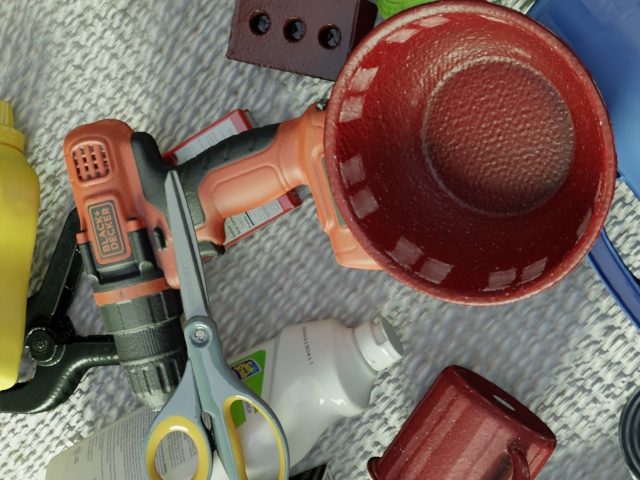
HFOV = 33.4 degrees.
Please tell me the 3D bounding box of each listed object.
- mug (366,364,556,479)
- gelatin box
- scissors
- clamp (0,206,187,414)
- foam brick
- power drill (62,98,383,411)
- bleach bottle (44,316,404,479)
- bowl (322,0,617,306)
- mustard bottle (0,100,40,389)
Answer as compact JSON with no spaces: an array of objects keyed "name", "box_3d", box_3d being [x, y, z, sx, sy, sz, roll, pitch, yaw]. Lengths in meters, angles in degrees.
[{"name":"mug","box_3d":[0.091,0.133,0.636,0.093,0.117,0.081,31,98,-17]},{"name":"gelatin box","box_3d":[-0.068,-0.033,0.693,0.089,0.030,0.073,-30,91,13]},{"name":"scissors","box_3d":[-0.084,0.069,0.626,0.096,0.016,0.202,-25,93,5]},{"name":"clamp","box_3d":[-0.172,0.071,0.724,0.172,0.039,0.120,-45,78,18]},{"name":"foam brick","box_3d":[-0.011,-0.128,0.658,0.078,0.051,0.053,13,99,11]},{"name":"power drill","box_3d":[-0.054,0.001,0.649,0.188,0.057,0.184,-14,96,11]},{"name":"bleach bottle","box_3d":[-0.059,0.127,0.677,0.251,0.102,0.068,-31,132,13]},{"name":"bowl","box_3d":[0.084,-0.049,0.568,0.162,0.055,0.162,11,112,28]},{"name":"mustard bottle","box_3d":[-0.224,0.000,0.700,0.096,0.058,0.191,-9,71,45]}]
